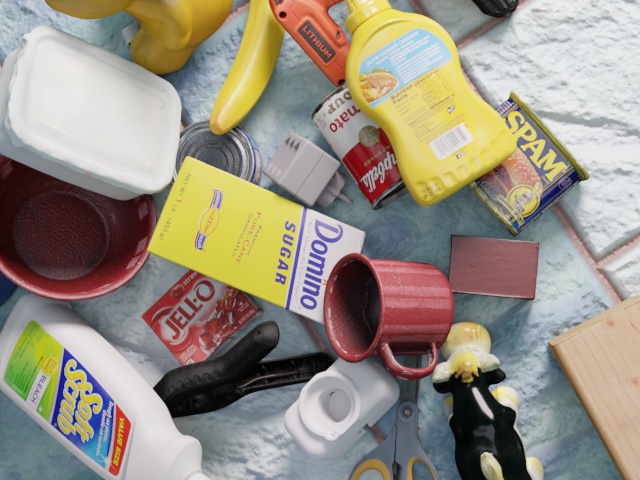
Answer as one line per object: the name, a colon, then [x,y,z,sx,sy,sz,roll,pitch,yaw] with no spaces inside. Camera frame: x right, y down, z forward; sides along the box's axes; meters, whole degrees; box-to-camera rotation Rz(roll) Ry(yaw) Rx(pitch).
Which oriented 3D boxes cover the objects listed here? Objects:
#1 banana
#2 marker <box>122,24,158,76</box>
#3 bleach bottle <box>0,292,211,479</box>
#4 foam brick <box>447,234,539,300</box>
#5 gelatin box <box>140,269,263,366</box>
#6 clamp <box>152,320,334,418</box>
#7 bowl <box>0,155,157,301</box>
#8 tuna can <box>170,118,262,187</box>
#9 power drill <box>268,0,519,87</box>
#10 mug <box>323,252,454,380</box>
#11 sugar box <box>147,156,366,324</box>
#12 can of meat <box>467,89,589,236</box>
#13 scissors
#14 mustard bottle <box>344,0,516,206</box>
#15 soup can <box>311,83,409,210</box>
banana: [-0.062,-0.189,0.979,0.037,0.069,0.198,10,88,37]
marker: [-0.160,-0.147,1.015,0.020,0.020,0.121,-22,83,7]
bleach bottle: [-0.185,0.149,0.941,0.251,0.068,0.102,32,99,27]
foam brick: [0.152,0.024,0.940,0.078,0.053,0.051,5,87,9]
gelatin box: [-0.110,0.068,0.989,0.089,0.030,0.073,-42,81,4]
clamp: [-0.083,0.117,0.944,0.171,0.120,0.039,-21,55,9]
bowl: [-0.235,-0.014,0.981,0.162,0.055,0.162,8,67,-19]
tuna can: [-0.099,-0.070,0.994,0.086,0.033,0.086,-1,87,9]
power drill: [0.062,-0.224,0.945,0.188,0.057,0.184,-40,115,12]
mug: [0.064,0.067,0.912,0.093,0.081,0.117,-58,42,39]
sugar box: [-0.056,0.001,0.953,0.176,0.048,0.093,22,90,-6]
can of meat: [0.171,-0.066,0.941,0.084,0.057,0.102,-41,81,7]
scissors: [0.061,0.165,0.964,0.096,0.016,0.202,-11,81,11]
mustard bottle: [0.076,-0.131,0.897,0.096,0.058,0.191,-32,87,3]
soup can: [0.047,-0.088,0.955,0.068,0.068,0.102,-35,81,5]
